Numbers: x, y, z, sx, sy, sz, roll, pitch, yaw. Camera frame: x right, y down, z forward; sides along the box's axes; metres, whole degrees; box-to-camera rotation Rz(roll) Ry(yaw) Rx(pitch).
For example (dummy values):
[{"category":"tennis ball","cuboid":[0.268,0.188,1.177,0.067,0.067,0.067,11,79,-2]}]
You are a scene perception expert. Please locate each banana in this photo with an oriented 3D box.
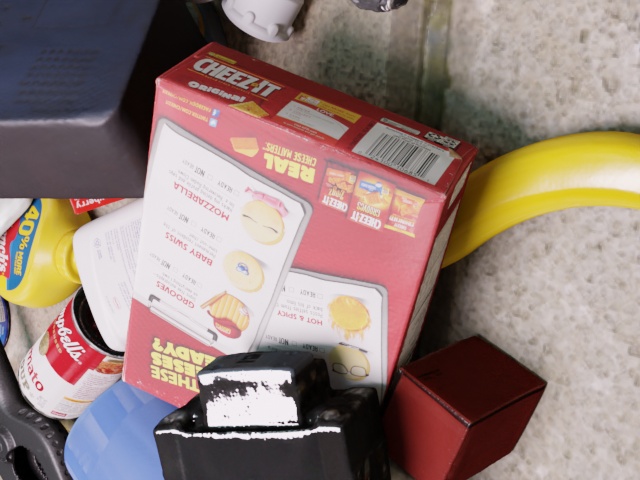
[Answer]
[{"category":"banana","cuboid":[0.123,-0.019,0.557,0.198,0.037,0.069,-4,95,41]}]

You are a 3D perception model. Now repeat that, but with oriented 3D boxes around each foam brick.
[{"category":"foam brick","cuboid":[0.076,0.095,0.591,0.053,0.078,0.051,36,122,31]}]

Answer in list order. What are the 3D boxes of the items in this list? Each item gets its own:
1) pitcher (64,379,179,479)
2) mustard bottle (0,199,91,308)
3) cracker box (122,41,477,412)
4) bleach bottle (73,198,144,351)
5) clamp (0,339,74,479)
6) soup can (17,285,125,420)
[{"category":"pitcher","cuboid":[-0.060,0.189,0.697,0.243,0.149,0.145,44,165,30]},{"category":"mustard bottle","cuboid":[-0.234,0.004,0.852,0.192,0.058,0.096,9,82,39]},{"category":"cracker box","cuboid":[-0.019,0.017,0.606,0.164,0.072,0.214,23,127,14]},{"category":"bleach bottle","cuboid":[-0.055,0.001,0.699,0.251,0.067,0.102,-17,94,38]},{"category":"clamp","cuboid":[-0.259,0.169,0.891,0.210,0.036,0.165,45,127,21]},{"category":"soup can","cuboid":[-0.181,0.085,0.818,0.102,0.068,0.068,-44,69,37]}]
